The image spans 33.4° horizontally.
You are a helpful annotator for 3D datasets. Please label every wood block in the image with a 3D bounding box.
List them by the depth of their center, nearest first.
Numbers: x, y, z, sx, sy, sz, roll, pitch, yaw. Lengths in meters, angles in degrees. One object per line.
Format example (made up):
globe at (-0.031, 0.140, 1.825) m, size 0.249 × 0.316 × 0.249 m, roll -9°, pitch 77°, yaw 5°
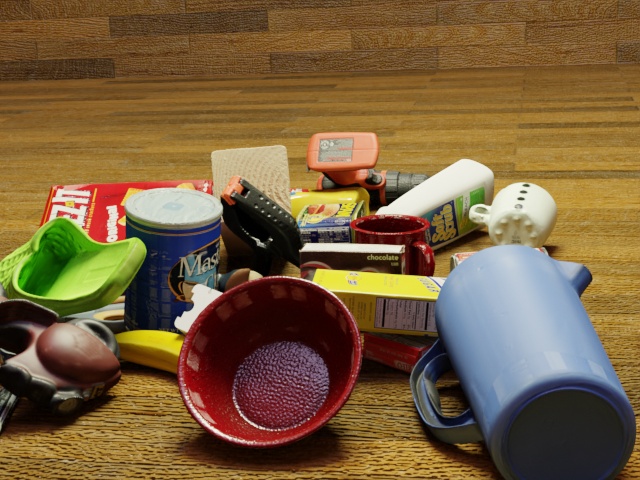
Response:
wood block at (-0.083, -0.046, 1.342) m, size 0.091 × 0.090 × 0.206 m, roll -5°, pitch -11°, yaw -2°

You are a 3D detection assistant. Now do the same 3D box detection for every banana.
banana at (-0.139, 0.120, 1.038) m, size 0.198 × 0.037 × 0.069 m, roll 10°, pitch 26°, yaw 37°

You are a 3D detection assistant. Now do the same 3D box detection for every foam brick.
foam brick at (-0.013, 0.115, 0.997) m, size 0.078 × 0.053 × 0.051 m, roll 1°, pitch 17°, yaw 11°

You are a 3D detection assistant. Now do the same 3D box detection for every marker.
marker at (-0.292, 0.159, 0.962) m, size 0.020 × 0.020 × 0.121 m, roll -4°, pitch 17°, yaw -2°

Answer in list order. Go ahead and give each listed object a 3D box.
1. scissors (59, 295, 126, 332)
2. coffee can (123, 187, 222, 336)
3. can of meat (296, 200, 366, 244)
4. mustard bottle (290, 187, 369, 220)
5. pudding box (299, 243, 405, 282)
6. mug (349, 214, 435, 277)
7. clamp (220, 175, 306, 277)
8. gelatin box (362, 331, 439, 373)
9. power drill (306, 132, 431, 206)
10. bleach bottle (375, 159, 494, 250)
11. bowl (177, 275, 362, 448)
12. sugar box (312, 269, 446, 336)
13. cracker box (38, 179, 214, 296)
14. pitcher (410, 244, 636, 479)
scissors at (-0.286, 0.092, 1.194) m, size 0.201 × 0.016 × 0.096 m, roll -11°, pitch 18°, yaw -25°
coffee can at (-0.159, 0.026, 1.145) m, size 0.103 × 0.140 × 0.103 m, roll 4°, pitch 23°, yaw -2°
can of meat at (0.015, -0.016, 1.432) m, size 0.084 × 0.057 × 0.102 m, roll -2°, pitch 17°, yaw 11°
mustard bottle at (-0.030, -0.049, 1.547) m, size 0.192 × 0.058 × 0.096 m, roll 1°, pitch 8°, yaw 17°
pudding box at (0.035, 0.050, 1.144) m, size 0.113 × 0.090 × 0.039 m, roll 0°, pitch 16°, yaw 9°
mug at (0.089, 0.021, 1.240) m, size 0.093 × 0.081 × 0.117 m, roll -14°, pitch 20°, yaw -39°
clamp at (-0.058, 0.001, 1.212) m, size 0.165 × 0.209 × 0.036 m, roll 4°, pitch 57°, yaw 43°
gelatin box at (0.097, 0.102, 1.062) m, size 0.073 × 0.030 × 0.089 m, roll 14°, pitch 23°, yaw 42°
power drill at (0.067, -0.098, 1.562) m, size 0.184 × 0.057 × 0.187 m, roll -2°, pitch -18°, yaw 15°
bleach bottle at (0.130, -0.021, 1.385) m, size 0.068 × 0.103 × 0.250 m, roll 27°, pitch 39°, yaw 32°
bowl at (-0.040, 0.113, 0.926) m, size 0.162 × 0.055 × 0.162 m, roll -6°, pitch 57°, yaw 9°
sugar box at (0.079, 0.061, 1.047) m, size 0.176 × 0.048 × 0.093 m, roll 1°, pitch 11°, yaw 3°
cracker box at (-0.238, -0.004, 1.326) m, size 0.213 × 0.072 × 0.164 m, roll -2°, pitch 38°, yaw 0°
pitcher at (0.165, 0.111, 0.880) m, size 0.145 × 0.149 × 0.243 m, roll 11°, pitch 19°, yaw -4°
